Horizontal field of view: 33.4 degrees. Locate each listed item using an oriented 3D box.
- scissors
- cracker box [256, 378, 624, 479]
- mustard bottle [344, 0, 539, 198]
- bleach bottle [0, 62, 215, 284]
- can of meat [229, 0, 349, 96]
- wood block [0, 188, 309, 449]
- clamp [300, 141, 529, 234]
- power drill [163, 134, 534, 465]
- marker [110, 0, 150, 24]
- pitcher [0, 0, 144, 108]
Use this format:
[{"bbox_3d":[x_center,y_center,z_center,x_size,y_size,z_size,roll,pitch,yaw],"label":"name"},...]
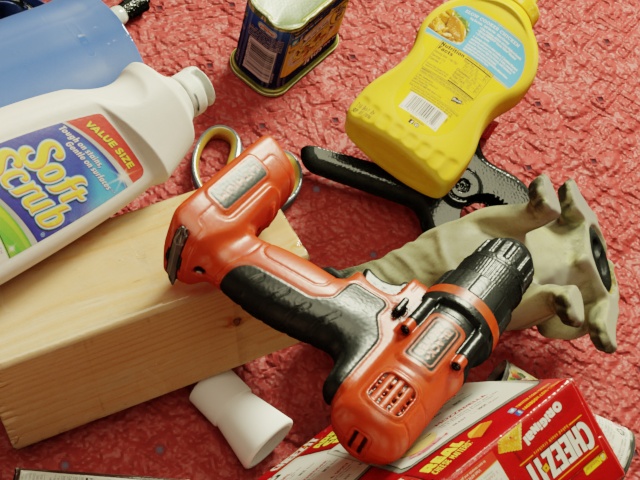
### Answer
[{"bbox_3d":[-0.055,0.001,0.797,0.096,0.016,0.202,0,62,-13],"label":"scissors"},{"bbox_3d":[0.042,0.153,0.621,0.164,0.214,0.072,-32,95,-27],"label":"cracker box"},{"bbox_3d":[0.110,-0.130,0.816,0.096,0.058,0.191,36,73,11],"label":"mustard bottle"},{"bbox_3d":[-0.171,-0.047,0.647,0.250,0.068,0.102,-36,113,-29],"label":"bleach bottle"},{"bbox_3d":[-0.021,-0.179,0.865,0.057,0.084,0.102,40,61,9],"label":"can of meat"},{"bbox_3d":[-0.118,0.043,0.693,0.205,0.091,0.090,-19,50,-16],"label":"wood block"},{"bbox_3d":[0.111,-0.048,0.839,0.210,0.036,0.164,45,75,7],"label":"clamp"},{"bbox_3d":[0.018,0.017,0.625,0.188,0.057,0.184,34,48,14],"label":"power drill"},{"bbox_3d":[-0.183,-0.167,0.856,0.020,0.020,0.121,42,61,11],"label":"marker"},{"bbox_3d":[-0.247,-0.078,0.710,0.242,0.149,0.145,-27,116,-33],"label":"pitcher"}]
